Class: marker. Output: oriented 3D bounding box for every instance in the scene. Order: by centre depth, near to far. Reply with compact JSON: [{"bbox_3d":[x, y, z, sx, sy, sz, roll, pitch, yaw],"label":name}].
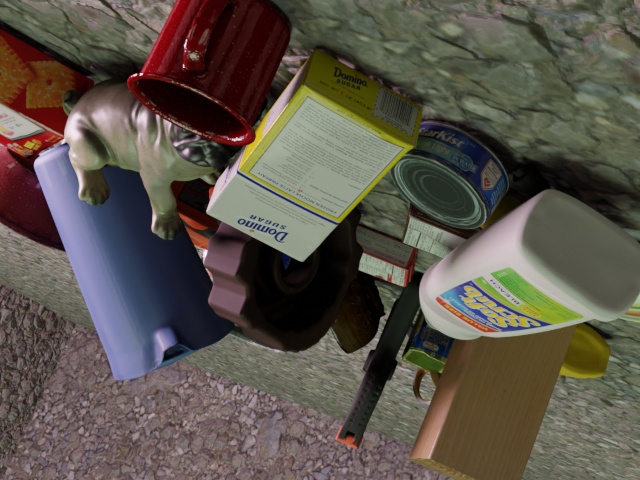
[{"bbox_3d":[0.186,-0.016,0.794,0.121,0.020,0.020,41,161,-20],"label":"marker"}]

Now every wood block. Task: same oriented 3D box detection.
[{"bbox_3d":[0.170,0.132,1.030,0.091,0.206,0.090,23,167,-2],"label":"wood block"}]

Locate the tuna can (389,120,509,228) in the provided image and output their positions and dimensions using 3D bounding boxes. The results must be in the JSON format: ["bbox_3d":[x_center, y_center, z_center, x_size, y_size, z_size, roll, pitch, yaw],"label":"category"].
[{"bbox_3d":[0.095,-0.047,0.793,0.086,0.033,0.086,30,158,13],"label":"tuna can"}]

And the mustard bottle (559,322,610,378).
[{"bbox_3d":[0.228,0.118,1.196,0.096,0.058,0.192,22,167,-21],"label":"mustard bottle"}]

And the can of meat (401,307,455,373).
[{"bbox_3d":[0.136,0.104,1.237,0.057,0.084,0.102,22,166,2],"label":"can of meat"}]

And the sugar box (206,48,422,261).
[{"bbox_3d":[-0.009,-0.058,0.803,0.093,0.048,0.176,28,143,-15],"label":"sugar box"}]

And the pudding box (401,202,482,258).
[{"bbox_3d":[0.130,-0.005,0.933,0.113,0.039,0.090,23,167,6],"label":"pudding box"}]

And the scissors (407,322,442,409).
[{"bbox_3d":[0.143,0.128,1.323,0.096,0.201,0.016,-33,119,20],"label":"scissors"}]

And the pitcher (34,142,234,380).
[{"bbox_3d":[-0.195,0.009,1.089,0.149,0.144,0.243,-17,99,38],"label":"pitcher"}]

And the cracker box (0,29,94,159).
[{"bbox_3d":[-0.341,-0.165,1.016,0.213,0.072,0.164,30,165,-22],"label":"cracker box"}]

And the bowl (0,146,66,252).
[{"bbox_3d":[-0.309,-0.054,1.141,0.162,0.055,0.162,34,-171,-6],"label":"bowl"}]

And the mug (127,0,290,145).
[{"bbox_3d":[-0.071,-0.124,0.708,0.093,0.081,0.117,21,167,7],"label":"mug"}]

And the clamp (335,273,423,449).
[{"bbox_3d":[0.073,0.139,1.243,0.036,0.210,0.165,23,160,4],"label":"clamp"}]

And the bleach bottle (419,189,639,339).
[{"bbox_3d":[0.147,0.039,0.846,0.102,0.068,0.251,35,159,-4],"label":"bleach bottle"}]

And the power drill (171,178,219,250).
[{"bbox_3d":[-0.167,-0.047,1.221,0.184,0.057,0.188,25,168,-10],"label":"power drill"}]

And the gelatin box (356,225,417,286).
[{"bbox_3d":[0.058,0.014,1.137,0.089,0.030,0.073,21,165,9],"label":"gelatin box"}]
